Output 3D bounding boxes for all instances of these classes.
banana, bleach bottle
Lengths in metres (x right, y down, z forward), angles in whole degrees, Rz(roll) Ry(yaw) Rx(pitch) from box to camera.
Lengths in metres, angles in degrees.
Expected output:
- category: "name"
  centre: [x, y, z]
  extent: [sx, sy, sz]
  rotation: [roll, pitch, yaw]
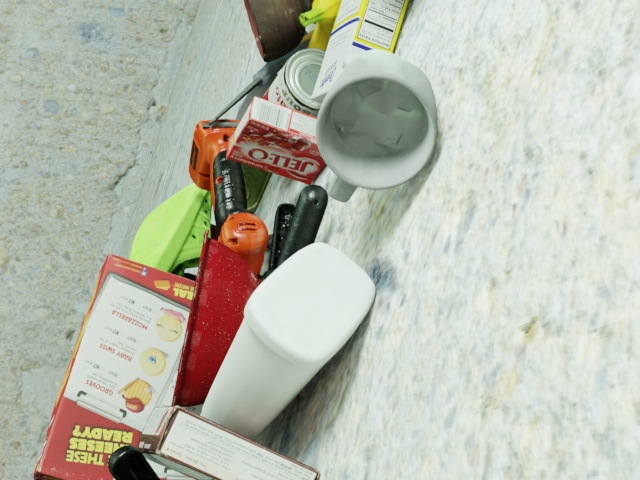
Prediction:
- category: "banana"
  centre: [0.002, -0.204, 1.062]
  extent: [0.069, 0.037, 0.198]
  rotation: [-29, -10, -8]
- category: "bleach bottle"
  centre: [-0.048, 0.109, 0.804]
  extent: [0.102, 0.068, 0.251]
  rotation: [-44, -9, -43]

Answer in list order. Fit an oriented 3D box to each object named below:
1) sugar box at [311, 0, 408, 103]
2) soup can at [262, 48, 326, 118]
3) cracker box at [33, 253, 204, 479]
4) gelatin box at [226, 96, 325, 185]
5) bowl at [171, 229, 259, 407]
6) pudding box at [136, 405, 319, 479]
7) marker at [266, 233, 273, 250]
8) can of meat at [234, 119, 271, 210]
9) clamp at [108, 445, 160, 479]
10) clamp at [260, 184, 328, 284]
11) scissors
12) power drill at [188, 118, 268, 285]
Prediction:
- category: "sugar box"
  centre: [0.046, -0.205, 0.943]
  extent: [0.093, 0.048, 0.176]
  rotation: [-169, 95, -76]
- category: "soup can"
  centre: [-0.020, -0.136, 1.048]
  extent: [0.102, 0.068, 0.068]
  rotation: [137, 149, -61]
- category: "cracker box"
  centre: [-0.158, 0.140, 1.005]
  extent: [0.072, 0.164, 0.213]
  rotation: [135, 151, -64]
- category: "gelatin box"
  centre: [-0.035, -0.091, 1.002]
  extent: [0.073, 0.089, 0.030]
  rotation: [131, 153, -56]
- category: "bowl"
  centre: [-0.088, 0.074, 0.917]
  extent: [0.162, 0.055, 0.162]
  rotation: [-170, 91, -85]
- category: "pudding box"
  centre: [-0.067, 0.154, 0.750]
  extent: [0.039, 0.113, 0.090]
  rotation: [-69, 13, -16]
- category: "marker"
  centre: [-0.057, 0.001, 1.105]
  extent: [0.121, 0.020, 0.020]
  rotation: [180, 108, -75]
- category: "can of meat"
  centre: [-0.089, -0.098, 1.284]
  extent: [0.084, 0.057, 0.102]
  rotation: [-102, 34, -67]
- category: "clamp"
  centre: [-0.105, 0.224, 0.798]
  extent: [0.036, 0.164, 0.210]
  rotation: [-35, -4, -16]
- category: "clamp"
  centre: [-0.030, 0.033, 0.919]
  extent: [0.120, 0.039, 0.171]
  rotation: [122, 158, -71]
- category: "scissors"
  centre: [-0.044, -0.185, 1.138]
  extent: [0.096, 0.016, 0.201]
  rotation: [-21, 23, 33]
- category: "power drill"
  centre: [-0.099, -0.017, 1.114]
  extent: [0.185, 0.057, 0.187]
  rotation: [114, 149, -53]
